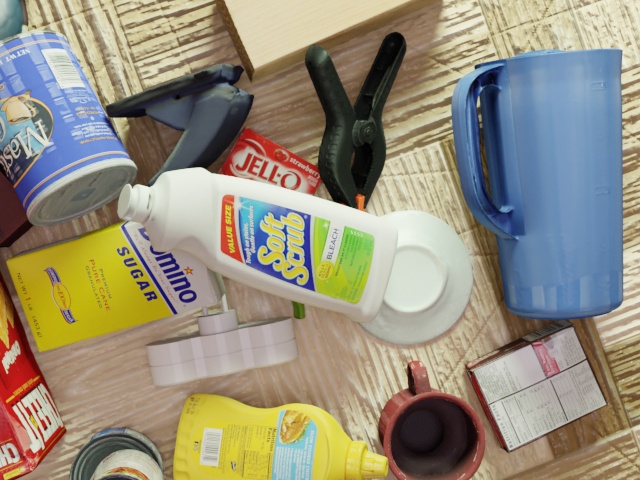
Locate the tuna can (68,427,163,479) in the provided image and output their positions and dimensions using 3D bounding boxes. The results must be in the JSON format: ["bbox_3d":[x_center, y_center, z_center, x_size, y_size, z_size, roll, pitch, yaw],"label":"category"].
[{"bbox_3d":[-0.189,0.219,0.996,0.086,0.034,0.086,0,91,-5],"label":"tuna can"}]

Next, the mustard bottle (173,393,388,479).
[{"bbox_3d":[-0.034,0.195,0.967,0.192,0.058,0.096,3,76,15],"label":"mustard bottle"}]

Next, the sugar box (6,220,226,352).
[{"bbox_3d":[-0.184,0.033,0.967,0.176,0.048,0.093,-16,100,10],"label":"sugar box"}]

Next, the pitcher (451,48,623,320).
[{"bbox_3d":[0.207,-0.052,0.979,0.149,0.145,0.243,-4,95,15],"label":"pitcher"}]

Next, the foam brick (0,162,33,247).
[{"bbox_3d":[-0.298,-0.038,0.973,0.053,0.051,0.078,-42,94,-2],"label":"foam brick"}]

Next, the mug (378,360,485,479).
[{"bbox_3d":[0.096,0.170,0.996,0.093,0.081,0.117,-12,92,-5],"label":"mug"}]

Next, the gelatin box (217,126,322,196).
[{"bbox_3d":[-0.051,-0.054,1.005,0.089,0.030,0.073,30,88,-5],"label":"gelatin box"}]

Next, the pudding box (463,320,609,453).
[{"bbox_3d":[0.207,0.140,1.028,0.113,0.039,0.090,-24,94,-2],"label":"pudding box"}]

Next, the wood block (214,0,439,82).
[{"bbox_3d":[0.013,-0.231,0.978,0.206,0.090,0.091,-25,93,-5],"label":"wood block"}]

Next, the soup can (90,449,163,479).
[{"bbox_3d":[-0.171,0.224,0.928,0.068,0.102,0.068,0,91,-5],"label":"soup can"}]

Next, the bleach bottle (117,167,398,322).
[{"bbox_3d":[-0.056,0.001,0.930,0.250,0.068,0.102,13,95,-29],"label":"bleach bottle"}]

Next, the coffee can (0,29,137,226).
[{"bbox_3d":[-0.238,-0.098,0.937,0.103,0.103,0.140,-29,80,-4],"label":"coffee can"}]

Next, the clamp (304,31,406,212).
[{"bbox_3d":[0.038,-0.111,0.988,0.120,0.039,0.171,-23,125,-32],"label":"clamp"}]

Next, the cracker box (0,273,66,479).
[{"bbox_3d":[-0.299,0.096,0.919,0.072,0.164,0.214,-23,93,-2],"label":"cracker box"}]
